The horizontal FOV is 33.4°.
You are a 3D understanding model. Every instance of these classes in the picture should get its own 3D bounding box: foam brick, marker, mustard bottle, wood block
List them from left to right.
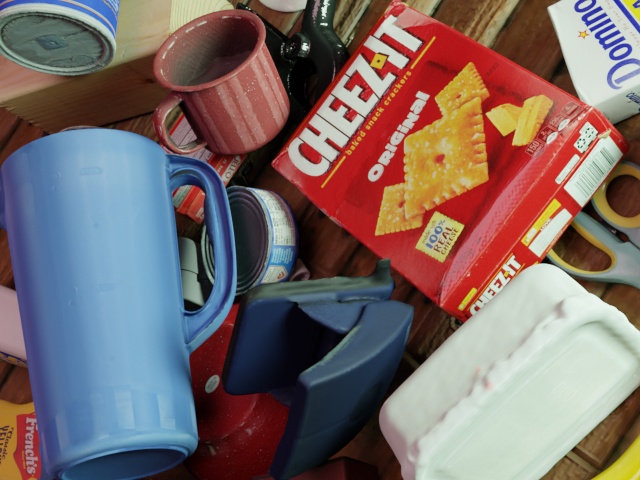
[{"bbox_3d":[-0.226,0.176,0.891,0.192,0.058,0.096,-10,58,29],"label":"mustard bottle"},{"bbox_3d":[-0.191,-0.170,0.981,0.206,0.090,0.090,-10,67,29],"label":"wood block"},{"bbox_3d":[-0.045,-0.010,0.870,0.020,0.020,0.121,-43,55,11],"label":"marker"},{"bbox_3d":[-0.001,0.187,0.747,0.078,0.052,0.051,-19,62,27],"label":"foam brick"}]

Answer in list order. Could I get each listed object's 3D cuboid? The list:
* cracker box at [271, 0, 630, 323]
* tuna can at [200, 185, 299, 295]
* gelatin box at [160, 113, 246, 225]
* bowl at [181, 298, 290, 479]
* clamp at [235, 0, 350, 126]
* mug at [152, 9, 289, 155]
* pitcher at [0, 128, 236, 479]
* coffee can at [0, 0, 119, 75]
[{"bbox_3d":[0.083,-0.061,0.765,0.164,0.072,0.214,-53,48,4],"label":"cracker box"},{"bbox_3d":[-0.055,0.001,0.839,0.086,0.033,0.086,-4,84,47],"label":"tuna can"},{"bbox_3d":[-0.110,-0.063,0.915,0.073,0.030,0.089,-56,39,2],"label":"gelatin box"},{"bbox_3d":[-0.068,0.113,0.816,0.162,0.055,0.162,-12,67,29],"label":"bowl"},{"bbox_3d":[-0.022,-0.158,0.900,0.120,0.039,0.171,-21,65,42],"label":"clamp"},{"bbox_3d":[-0.082,-0.113,0.840,0.093,0.081,0.117,29,66,39],"label":"mug"},{"bbox_3d":[-0.150,0.047,0.789,0.149,0.144,0.243,-31,61,36],"label":"pitcher"},{"bbox_3d":[-0.218,-0.225,0.897,0.103,0.102,0.140,-10,66,29],"label":"coffee can"}]
